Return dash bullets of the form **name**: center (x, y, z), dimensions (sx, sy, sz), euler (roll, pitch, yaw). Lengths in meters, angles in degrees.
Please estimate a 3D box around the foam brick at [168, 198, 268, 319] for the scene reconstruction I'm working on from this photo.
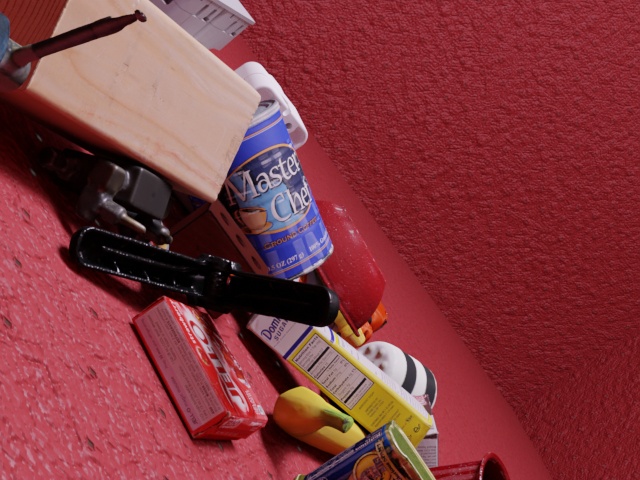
- **foam brick**: center (-0.084, 0.014, 0.858), dimensions (0.078, 0.051, 0.053), euler (55, 7, -11)

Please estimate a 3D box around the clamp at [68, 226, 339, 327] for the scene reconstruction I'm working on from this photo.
- **clamp**: center (-0.062, 0.031, 0.718), dimensions (0.164, 0.036, 0.210), euler (15, -5, 7)

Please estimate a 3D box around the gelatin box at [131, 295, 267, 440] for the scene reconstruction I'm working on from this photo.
- **gelatin box**: center (-0.075, 0.083, 0.679), dimensions (0.089, 0.030, 0.073), euler (58, 7, 19)

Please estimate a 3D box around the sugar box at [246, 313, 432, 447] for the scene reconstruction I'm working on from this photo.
- **sugar box**: center (0.015, 0.111, 0.926), dimensions (0.176, 0.048, 0.093), euler (38, 1, -2)

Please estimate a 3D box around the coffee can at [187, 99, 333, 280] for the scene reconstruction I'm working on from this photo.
- **coffee can**: center (-0.060, -0.038, 0.924), dimensions (0.103, 0.103, 0.140), euler (-100, 169, -74)

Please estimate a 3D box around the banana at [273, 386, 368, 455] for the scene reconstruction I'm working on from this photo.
- **banana**: center (0.001, 0.145, 0.830), dimensions (0.070, 0.037, 0.197), euler (33, -8, 16)

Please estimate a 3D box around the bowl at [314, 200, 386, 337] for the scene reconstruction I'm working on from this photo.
- **bowl**: center (0.022, 0.017, 1.098), dimensions (0.162, 0.055, 0.162), euler (60, 2, -3)

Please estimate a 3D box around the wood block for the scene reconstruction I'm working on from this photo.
- **wood block**: center (-0.136, -0.106, 0.691), dimensions (0.091, 0.090, 0.205), euler (21, -6, 29)

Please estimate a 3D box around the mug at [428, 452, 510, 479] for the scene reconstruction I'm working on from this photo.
- **mug**: center (0.115, 0.239, 0.924), dimensions (0.117, 0.082, 0.093), euler (-14, 90, -65)

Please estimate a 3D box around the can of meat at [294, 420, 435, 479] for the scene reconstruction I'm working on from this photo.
- **can of meat**: center (0.043, 0.192, 0.762), dimensions (0.102, 0.084, 0.057), euler (56, 7, 1)
